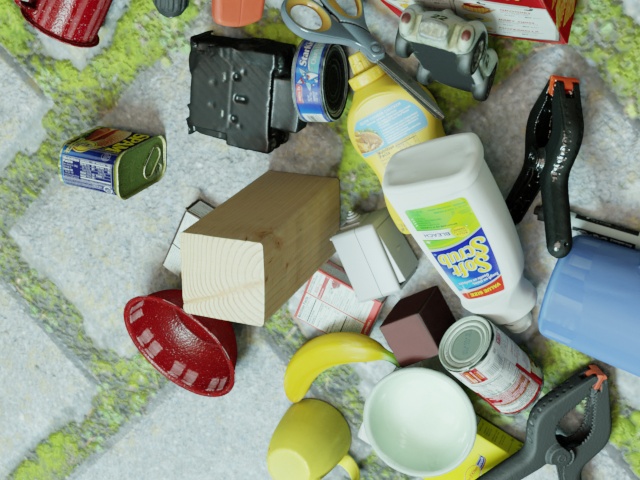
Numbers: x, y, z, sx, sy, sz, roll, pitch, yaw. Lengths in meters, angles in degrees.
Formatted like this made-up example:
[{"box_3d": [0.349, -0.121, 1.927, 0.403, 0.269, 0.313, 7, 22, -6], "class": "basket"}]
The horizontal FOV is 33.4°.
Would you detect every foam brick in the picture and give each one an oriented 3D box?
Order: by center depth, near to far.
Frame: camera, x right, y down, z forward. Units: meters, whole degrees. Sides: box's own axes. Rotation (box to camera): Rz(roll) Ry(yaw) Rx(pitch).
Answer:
[{"box_3d": [0.107, 0.093, 1.158, 0.051, 0.078, 0.053, -24, 100, 28], "class": "foam brick"}]

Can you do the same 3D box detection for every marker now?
[{"box_3d": [0.274, -0.013, 1.075, 0.121, 0.020, 0.020, 18, 117, 16], "class": "marker"}]

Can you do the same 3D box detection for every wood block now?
[{"box_3d": [-0.057, 0.002, 1.118, 0.091, 0.205, 0.090, 8, 114, 20], "class": "wood block"}]

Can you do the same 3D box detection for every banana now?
[{"box_3d": [0.007, 0.142, 1.218, 0.198, 0.037, 0.069, -26, 101, 47], "class": "banana"}]

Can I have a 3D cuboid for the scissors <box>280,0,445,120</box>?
[{"box_3d": [0.034, -0.187, 1.056, 0.202, 0.096, 0.016, 60, 157, 15], "class": "scissors"}]

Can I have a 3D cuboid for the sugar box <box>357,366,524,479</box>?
[{"box_3d": [0.137, 0.229, 1.217, 0.176, 0.048, 0.093, 29, 116, 8], "class": "sugar box"}]

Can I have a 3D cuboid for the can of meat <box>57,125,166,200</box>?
[{"box_3d": [-0.238, -0.091, 1.222, 0.084, 0.102, 0.057, 13, 116, 21], "class": "can of meat"}]

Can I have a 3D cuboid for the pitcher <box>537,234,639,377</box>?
[{"box_3d": [0.341, 0.072, 1.019, 0.243, 0.145, 0.149, 20, 84, 19], "class": "pitcher"}]

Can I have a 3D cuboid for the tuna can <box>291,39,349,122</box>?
[{"box_3d": [0.001, -0.164, 1.096, 0.034, 0.086, 0.086, 4, 112, 20], "class": "tuna can"}]

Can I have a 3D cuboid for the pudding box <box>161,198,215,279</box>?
[{"box_3d": [-0.121, 0.019, 1.251, 0.113, 0.039, 0.090, 32, 120, 7], "class": "pudding box"}]

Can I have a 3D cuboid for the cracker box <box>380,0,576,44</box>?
[{"box_3d": [0.131, -0.235, 0.935, 0.164, 0.213, 0.072, 12, 91, 20], "class": "cracker box"}]

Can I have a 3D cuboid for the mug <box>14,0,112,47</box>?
[{"box_3d": [-0.279, -0.271, 1.163, 0.093, 0.117, 0.082, 49, 120, 33], "class": "mug"}]

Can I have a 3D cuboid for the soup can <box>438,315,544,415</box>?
[{"box_3d": [0.180, 0.132, 1.121, 0.069, 0.068, 0.102, -27, 130, 30], "class": "soup can"}]

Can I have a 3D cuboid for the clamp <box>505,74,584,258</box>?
[{"box_3d": [0.223, -0.069, 1.030, 0.039, 0.120, 0.171, -2, 117, -24], "class": "clamp"}]

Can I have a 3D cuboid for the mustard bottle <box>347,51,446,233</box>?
[{"box_3d": [0.082, -0.108, 1.098, 0.096, 0.058, 0.191, -25, 99, 28], "class": "mustard bottle"}]

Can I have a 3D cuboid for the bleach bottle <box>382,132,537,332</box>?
[{"box_3d": [0.159, 0.007, 1.060, 0.103, 0.068, 0.250, -11, 134, 31], "class": "bleach bottle"}]

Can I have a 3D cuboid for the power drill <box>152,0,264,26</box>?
[{"box_3d": [-0.119, -0.284, 1.068, 0.188, 0.057, 0.184, 46, 139, 43], "class": "power drill"}]

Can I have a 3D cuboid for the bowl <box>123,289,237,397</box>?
[{"box_3d": [-0.156, 0.111, 1.276, 0.162, 0.055, 0.162, 23, 140, 21], "class": "bowl"}]

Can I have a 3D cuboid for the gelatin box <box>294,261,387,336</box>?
[{"box_3d": [0.023, 0.073, 1.214, 0.089, 0.030, 0.073, 28, 120, 11], "class": "gelatin box"}]

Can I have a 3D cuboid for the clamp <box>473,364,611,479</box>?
[{"box_3d": [0.260, 0.234, 1.149, 0.164, 0.036, 0.210, 26, 102, -18], "class": "clamp"}]
